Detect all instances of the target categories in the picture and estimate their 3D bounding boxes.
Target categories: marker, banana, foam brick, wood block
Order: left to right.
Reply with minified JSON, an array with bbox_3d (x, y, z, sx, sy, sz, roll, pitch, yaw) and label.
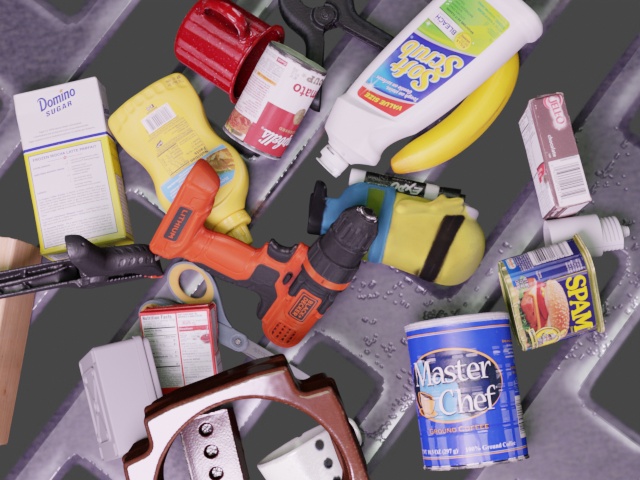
[{"bbox_3d":[-0.352,0.098,1.075,0.091,0.090,0.206,8,83,4],"label":"wood block"},{"bbox_3d":[-0.106,0.209,1.064,0.053,0.051,0.078,-15,81,1],"label":"foam brick"},{"bbox_3d":[0.090,-0.055,1.104,0.121,0.020,0.020,11,83,5],"label":"marker"},{"bbox_3d":[0.152,-0.140,1.106,0.070,0.037,0.198,30,83,29],"label":"banana"}]

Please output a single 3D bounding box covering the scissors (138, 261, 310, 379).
[{"bbox_3d":[-0.086,0.083,1.096,0.202,0.016,0.096,14,89,6],"label":"scissors"}]

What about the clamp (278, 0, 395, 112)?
[{"bbox_3d":[0.000,-0.223,1.123,0.120,0.039,0.171,-37,85,-7],"label":"clamp"}]

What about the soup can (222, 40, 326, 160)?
[{"bbox_3d":[-0.046,-0.143,1.085,0.068,0.068,0.102,32,104,7],"label":"soup can"}]

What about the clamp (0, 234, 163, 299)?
[{"bbox_3d":[-0.235,0.029,1.032,0.165,0.209,0.036,-17,82,24],"label":"clamp"}]

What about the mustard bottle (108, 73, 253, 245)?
[{"bbox_3d":[-0.129,-0.071,1.100,0.096,0.058,0.192,-34,82,-4],"label":"mustard bottle"}]

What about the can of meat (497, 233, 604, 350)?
[{"bbox_3d":[0.224,0.053,1.045,0.084,0.057,0.102,-17,124,3],"label":"can of meat"}]

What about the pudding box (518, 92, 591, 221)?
[{"bbox_3d":[0.232,-0.082,1.064,0.039,0.090,0.113,-12,82,3],"label":"pudding box"}]

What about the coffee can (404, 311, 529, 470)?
[{"bbox_3d":[0.141,0.145,1.032,0.103,0.103,0.140,-7,82,2],"label":"coffee can"}]

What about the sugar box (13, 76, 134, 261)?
[{"bbox_3d":[-0.257,-0.074,1.115,0.093,0.048,0.176,-12,78,2],"label":"sugar box"}]

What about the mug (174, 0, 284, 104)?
[{"bbox_3d":[-0.096,-0.205,1.090,0.081,0.117,0.093,34,74,12],"label":"mug"}]

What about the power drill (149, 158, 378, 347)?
[{"bbox_3d":[-0.057,0.001,1.030,0.187,0.057,0.185,32,122,-5],"label":"power drill"}]

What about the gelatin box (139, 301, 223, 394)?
[{"bbox_3d":[-0.139,0.109,1.077,0.073,0.030,0.089,-5,98,9],"label":"gelatin box"}]

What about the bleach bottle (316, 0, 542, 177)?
[{"bbox_3d":[0.099,-0.156,1.075,0.251,0.068,0.102,-45,76,5],"label":"bleach bottle"}]
